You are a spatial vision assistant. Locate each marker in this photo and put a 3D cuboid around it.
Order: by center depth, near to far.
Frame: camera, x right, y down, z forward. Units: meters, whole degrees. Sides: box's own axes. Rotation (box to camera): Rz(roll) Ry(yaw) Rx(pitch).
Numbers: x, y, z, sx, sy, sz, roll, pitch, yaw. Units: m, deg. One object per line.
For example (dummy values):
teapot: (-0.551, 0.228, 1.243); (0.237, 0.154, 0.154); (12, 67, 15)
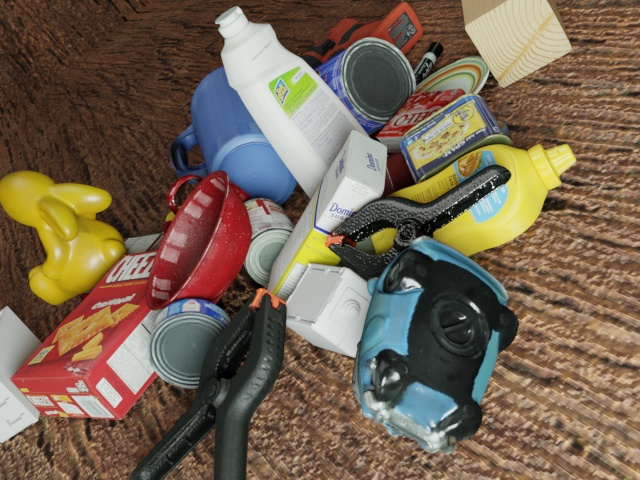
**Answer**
marker: (0.129, -0.215, 1.356); (0.020, 0.020, 0.121); (-13, 33, 42)

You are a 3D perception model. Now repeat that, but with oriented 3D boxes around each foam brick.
foam brick: (0.055, -0.054, 1.106); (0.078, 0.051, 0.052); (-19, 3, 35)

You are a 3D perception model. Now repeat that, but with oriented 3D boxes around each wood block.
wood block: (0.223, -0.274, 1.250); (0.091, 0.090, 0.206); (-28, 26, 19)

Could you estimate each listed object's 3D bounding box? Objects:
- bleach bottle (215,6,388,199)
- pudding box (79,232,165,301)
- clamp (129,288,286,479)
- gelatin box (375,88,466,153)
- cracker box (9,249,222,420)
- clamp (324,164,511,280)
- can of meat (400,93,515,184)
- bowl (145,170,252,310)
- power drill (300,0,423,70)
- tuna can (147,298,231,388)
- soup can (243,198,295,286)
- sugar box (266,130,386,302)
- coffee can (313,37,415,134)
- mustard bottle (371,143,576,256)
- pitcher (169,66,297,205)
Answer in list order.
bleach bottle: (-0.024, -0.146, 1.151); (0.068, 0.250, 0.102); (-7, 37, 48)
pudding box: (-0.247, 0.041, 1.376); (0.090, 0.039, 0.113); (-6, 40, 50)
clamp: (-0.077, 0.142, 0.913); (0.165, 0.036, 0.210); (11, 71, 55)
gelatin box: (0.113, -0.129, 1.162); (0.073, 0.030, 0.089); (-50, 26, -19)
cracker box: (-0.223, 0.099, 1.197); (0.164, 0.072, 0.213); (-8, 36, 47)
clamp: (0.088, -0.011, 0.916); (0.172, 0.039, 0.120); (7, 71, 29)
can of meat: (0.134, -0.086, 1.045); (0.102, 0.057, 0.084); (-31, 39, 12)
bowl: (-0.118, 0.010, 1.106); (0.162, 0.055, 0.162); (-46, 27, 31)
power drill: (0.042, -0.268, 1.521); (0.188, 0.057, 0.184); (-3, 40, 51)
tuna can: (-0.125, 0.100, 1.045); (0.086, 0.086, 0.034); (-31, 23, 12)
soup can: (-0.058, 0.001, 1.155); (0.068, 0.068, 0.102); (-36, 24, 1)
sugar box: (0.005, -0.010, 1.027); (0.176, 0.048, 0.093); (-56, 13, 32)
coffee can: (0.032, -0.169, 1.267); (0.102, 0.102, 0.141); (-50, 15, -28)
mustard bottle: (0.139, -0.033, 0.958); (0.192, 0.058, 0.096); (-29, 44, 16)
pitcher: (-0.106, -0.125, 1.382); (0.243, 0.144, 0.149); (-108, 37, -62)
